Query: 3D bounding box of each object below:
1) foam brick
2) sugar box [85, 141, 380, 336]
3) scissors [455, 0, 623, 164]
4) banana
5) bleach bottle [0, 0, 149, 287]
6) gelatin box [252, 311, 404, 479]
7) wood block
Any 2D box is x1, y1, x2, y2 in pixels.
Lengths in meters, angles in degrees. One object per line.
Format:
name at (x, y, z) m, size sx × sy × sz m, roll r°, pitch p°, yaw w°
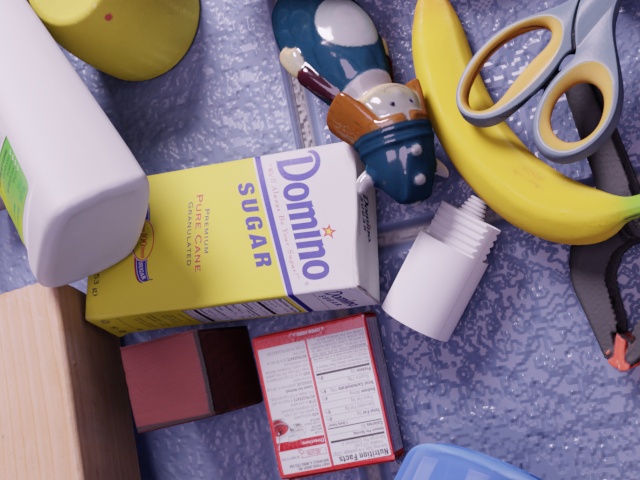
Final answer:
foam brick at (-0.076, 0.082, 0.643) m, size 0.053 × 0.078 × 0.051 m, roll -15°, pitch 83°, yaw 16°
sugar box at (-0.054, 0.001, 0.645) m, size 0.176 × 0.048 × 0.093 m, roll -10°, pitch 69°, yaw 21°
scissors at (0.160, -0.119, 0.551) m, size 0.202 × 0.016 × 0.096 m, roll -39°, pitch 63°, yaw 12°
banana at (0.103, -0.059, 0.595) m, size 0.070 × 0.037 × 0.198 m, roll -48°, pitch 61°, yaw 13°
bleach bottle at (-0.190, -0.101, 0.627) m, size 0.251 × 0.068 × 0.103 m, roll 56°, pitch 150°, yaw 17°
gelatin box at (0.005, 0.093, 0.640) m, size 0.073 × 0.030 × 0.089 m, roll -14°, pitch 84°, yaw 17°
wood block at (-0.164, 0.140, 0.636) m, size 0.091 × 0.090 × 0.206 m, roll -17°, pitch 68°, yaw 9°
